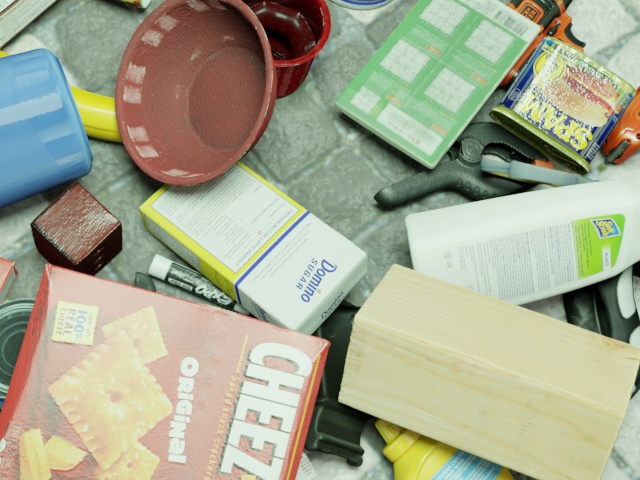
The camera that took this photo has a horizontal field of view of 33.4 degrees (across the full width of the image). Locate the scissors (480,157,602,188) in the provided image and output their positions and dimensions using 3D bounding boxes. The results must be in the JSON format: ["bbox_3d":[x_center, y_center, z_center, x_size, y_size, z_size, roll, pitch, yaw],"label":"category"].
[{"bbox_3d":[0.223,-0.052,0.961,0.201,0.096,0.016,8,96,-45],"label":"scissors"}]

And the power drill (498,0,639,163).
[{"bbox_3d":[0.256,-0.178,1.028,0.188,0.057,0.184,38,73,7],"label":"power drill"}]

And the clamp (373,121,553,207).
[{"bbox_3d":[0.127,-0.086,0.982,0.171,0.039,0.120,2,76,-15],"label":"clamp"}]

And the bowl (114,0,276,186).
[{"bbox_3d":[-0.092,-0.122,0.881,0.162,0.055,0.162,-4,83,32],"label":"bowl"}]

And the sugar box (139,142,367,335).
[{"bbox_3d":[-0.056,0.001,0.892,0.176,0.048,0.093,38,70,19],"label":"sugar box"}]

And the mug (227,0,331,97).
[{"bbox_3d":[-0.050,-0.189,0.960,0.093,0.082,0.117,-31,80,-19],"label":"mug"}]

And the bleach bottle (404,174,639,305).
[{"bbox_3d":[0.202,0.005,0.894,0.251,0.102,0.068,-10,32,4],"label":"bleach bottle"}]

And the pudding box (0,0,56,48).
[{"bbox_3d":[-0.279,-0.235,0.947,0.090,0.039,0.113,36,71,17],"label":"pudding box"}]

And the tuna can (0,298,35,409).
[{"bbox_3d":[-0.229,0.089,0.829,0.086,0.034,0.086,2,65,-5],"label":"tuna can"}]

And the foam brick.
[{"bbox_3d":[-0.198,-0.002,0.872,0.051,0.078,0.053,42,72,4],"label":"foam brick"}]

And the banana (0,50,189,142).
[{"bbox_3d":[-0.200,-0.121,0.936,0.197,0.037,0.069,9,51,-9],"label":"banana"}]

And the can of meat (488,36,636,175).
[{"bbox_3d":[0.217,-0.121,0.953,0.102,0.057,0.084,34,90,3],"label":"can of meat"}]

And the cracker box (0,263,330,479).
[{"bbox_3d":[-0.117,0.124,0.772,0.213,0.072,0.164,16,79,-4],"label":"cracker box"}]

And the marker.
[{"bbox_3d":[-0.088,0.044,0.907,0.121,0.020,0.020,24,69,-2],"label":"marker"}]

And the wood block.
[{"bbox_3d":[0.130,0.106,0.828,0.206,0.090,0.090,19,32,16],"label":"wood block"}]

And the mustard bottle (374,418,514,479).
[{"bbox_3d":[0.117,0.212,0.868,0.096,0.058,0.191,-42,84,-19],"label":"mustard bottle"}]

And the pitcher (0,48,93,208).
[{"bbox_3d":[-0.313,-0.076,0.835,0.242,0.149,0.145,-20,34,-12],"label":"pitcher"}]
